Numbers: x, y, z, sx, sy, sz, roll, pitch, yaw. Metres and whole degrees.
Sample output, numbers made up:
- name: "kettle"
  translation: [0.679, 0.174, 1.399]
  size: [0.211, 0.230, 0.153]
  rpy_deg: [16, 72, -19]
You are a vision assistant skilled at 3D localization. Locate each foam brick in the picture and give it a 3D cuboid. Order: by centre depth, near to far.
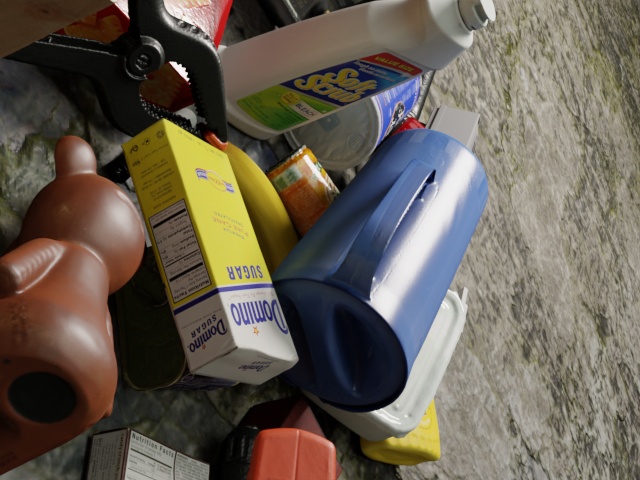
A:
- name: "foam brick"
  translation: [-0.028, 0.172, 0.858]
  size: [0.078, 0.053, 0.051]
  rpy_deg: [63, 31, -16]

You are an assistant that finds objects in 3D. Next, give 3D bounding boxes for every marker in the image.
- name: "marker"
  translation: [-0.132, -0.075, 0.839]
  size: [0.020, 0.020, 0.121]
  rpy_deg: [64, 31, -16]

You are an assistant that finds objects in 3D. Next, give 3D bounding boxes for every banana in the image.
- name: "banana"
  translation: [-0.046, 0.002, 0.928]
  size: [0.069, 0.037, 0.198]
  rpy_deg: [-18, 91, -61]

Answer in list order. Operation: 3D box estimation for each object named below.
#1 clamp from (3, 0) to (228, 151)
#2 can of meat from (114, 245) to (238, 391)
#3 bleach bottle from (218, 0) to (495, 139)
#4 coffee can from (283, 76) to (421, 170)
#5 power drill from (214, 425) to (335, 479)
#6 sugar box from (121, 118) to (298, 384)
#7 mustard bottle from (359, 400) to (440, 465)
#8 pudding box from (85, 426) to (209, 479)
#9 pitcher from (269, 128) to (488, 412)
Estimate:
- name: "clamp"
  translation: [-0.126, -0.142, 0.750]
  size: [0.209, 0.164, 0.036]
  rpy_deg: [40, 8, -38]
- name: "can of meat"
  translation: [-0.101, 0.060, 0.788]
  size: [0.083, 0.058, 0.102]
  rpy_deg: [16, 61, -58]
- name: "bleach bottle"
  translation: [0.026, -0.162, 0.915]
  size: [0.102, 0.251, 0.068]
  rpy_deg: [31, 50, -49]
- name: "coffee can"
  translation: [0.033, -0.142, 1.068]
  size: [0.103, 0.103, 0.140]
  rpy_deg: [65, 31, -14]
- name: "power drill"
  translation: [-0.041, 0.190, 0.711]
  size: [0.057, 0.188, 0.184]
  rpy_deg: [10, 59, -12]
- name: "sugar box"
  translation: [-0.076, 0.009, 0.743]
  size: [0.093, 0.048, 0.176]
  rpy_deg: [25, 38, -62]
- name: "mustard bottle"
  translation: [0.074, 0.119, 1.050]
  size: [0.096, 0.058, 0.191]
  rpy_deg: [24, 55, -45]
- name: "pudding box"
  translation: [-0.118, 0.191, 0.711]
  size: [0.090, 0.039, 0.113]
  rpy_deg: [38, 43, -45]
- name: "pitcher"
  translation: [0.054, 0.006, 0.863]
  size: [0.145, 0.149, 0.242]
  rpy_deg: [59, 42, -23]
